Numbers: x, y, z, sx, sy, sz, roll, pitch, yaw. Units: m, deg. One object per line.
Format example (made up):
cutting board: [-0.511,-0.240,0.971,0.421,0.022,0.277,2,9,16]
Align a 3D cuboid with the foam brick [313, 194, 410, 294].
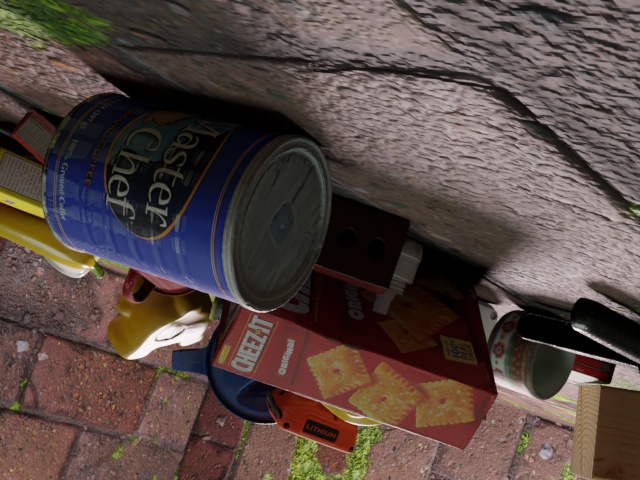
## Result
foam brick: [0.018,0.001,0.769,0.078,0.053,0.051,18,173,1]

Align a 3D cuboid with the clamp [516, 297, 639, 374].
clamp: [0.264,0.093,0.854,0.210,0.036,0.165,20,172,-8]

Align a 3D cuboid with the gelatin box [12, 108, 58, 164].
gelatin box: [-0.199,-0.062,0.866,0.089,0.030,0.073,40,177,14]

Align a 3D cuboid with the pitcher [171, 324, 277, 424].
pitcher: [-0.078,0.140,1.274,0.149,0.145,0.243,44,174,-1]

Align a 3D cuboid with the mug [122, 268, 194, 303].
mug: [-0.172,0.015,1.138,0.093,0.117,0.081,35,173,18]

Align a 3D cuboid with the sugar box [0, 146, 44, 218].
sugar box: [-0.261,-0.042,1.038,0.176,0.048,0.094,28,169,-39]

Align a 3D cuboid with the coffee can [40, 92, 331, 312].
coffee can: [-0.079,-0.025,0.633,0.140,0.103,0.102,16,172,28]

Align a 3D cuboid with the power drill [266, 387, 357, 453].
power drill: [0.043,0.125,1.108,0.184,0.188,0.057,24,-169,-23]

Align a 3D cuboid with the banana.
banana: [-0.318,-0.011,1.113,0.198,0.037,0.070,25,144,-2]

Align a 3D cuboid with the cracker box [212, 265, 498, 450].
cracker box: [0.030,0.066,0.878,0.213,0.072,0.164,21,-152,-9]
